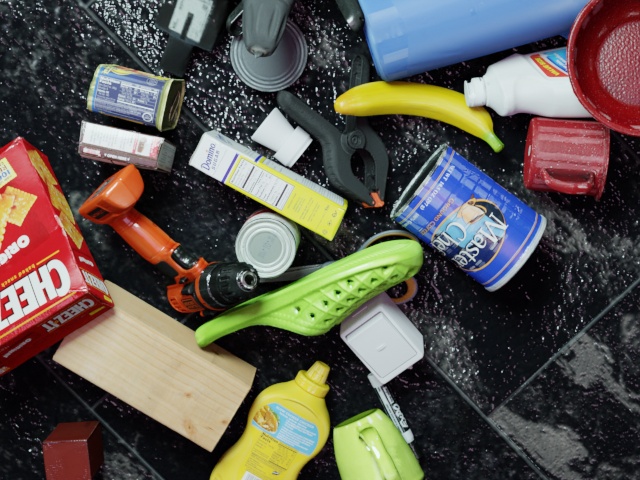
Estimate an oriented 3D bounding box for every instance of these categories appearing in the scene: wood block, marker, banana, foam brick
[{"bbox_3d":[-0.186,0.140,1.219,0.206,0.091,0.090,31,97,-3],"label":"wood block"},{"bbox_3d":[0.090,0.209,1.259,0.020,0.020,0.121,-26,97,4],"label":"marker"},{"bbox_3d":[0.110,-0.148,1.180,0.197,0.069,0.037,11,126,-11],"label":"banana"},{"bbox_3d":[-0.286,0.246,1.243,0.053,0.078,0.051,-4,97,1],"label":"foam brick"}]

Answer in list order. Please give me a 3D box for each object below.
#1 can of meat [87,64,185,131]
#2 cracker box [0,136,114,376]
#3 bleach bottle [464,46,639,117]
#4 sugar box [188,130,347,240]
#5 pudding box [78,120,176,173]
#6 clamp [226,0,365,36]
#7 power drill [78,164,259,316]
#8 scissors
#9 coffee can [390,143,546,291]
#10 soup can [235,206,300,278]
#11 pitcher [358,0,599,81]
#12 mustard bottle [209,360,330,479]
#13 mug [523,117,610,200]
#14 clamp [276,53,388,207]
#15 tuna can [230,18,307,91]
[{"bbox_3d":[-0.201,-0.158,1.172,0.084,0.102,0.057,14,99,1],"label":"can of meat"},{"bbox_3d":[-0.345,0.018,1.169,0.164,0.072,0.214,-32,65,5],"label":"cracker box"},{"bbox_3d":[0.285,-0.171,1.160,0.251,0.102,0.068,-7,134,1],"label":"bleach bottle"},{"bbox_3d":[-0.056,-0.063,1.187,0.176,0.093,0.048,26,97,-2],"label":"sugar box"},{"bbox_3d":[-0.211,-0.101,1.174,0.090,0.113,0.039,11,93,-1],"label":"pudding box"},{"bbox_3d":[-0.001,-0.306,1.140,0.165,0.036,0.210,13,77,30],"label":"clamp"},{"bbox_3d":[-0.163,0.005,1.148,0.187,0.185,0.057,47,62,-15],"label":"power drill"},{"bbox_3d":[0.025,0.050,1.239,0.202,0.016,0.096,-22,97,4],"label":"scissors"},{"bbox_3d":[0.163,-0.025,1.182,0.140,0.103,0.103,36,97,-4],"label":"coffee can"},{"bbox_3d":[-0.058,0.001,1.191,0.068,0.102,0.068,0,98,1],"label":"soup can"},{"bbox_3d":[0.161,-0.267,1.138,0.243,0.145,0.149,-17,60,6],"label":"pitcher"},{"bbox_3d":[-0.044,0.225,1.244,0.096,0.058,0.192,30,98,-2],"label":"mustard bottle"},{"bbox_3d":[0.268,-0.086,1.169,0.081,0.117,0.093,5,128,5],"label":"mug"},{"bbox_3d":[0.021,-0.113,1.189,0.120,0.039,0.171,-18,97,-19],"label":"clamp"},{"bbox_3d":[-0.057,-0.210,1.195,0.086,0.034,0.086,0,98,1],"label":"tuna can"}]
